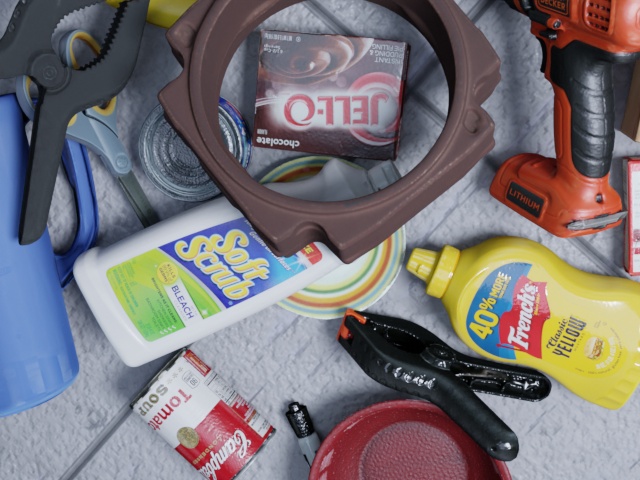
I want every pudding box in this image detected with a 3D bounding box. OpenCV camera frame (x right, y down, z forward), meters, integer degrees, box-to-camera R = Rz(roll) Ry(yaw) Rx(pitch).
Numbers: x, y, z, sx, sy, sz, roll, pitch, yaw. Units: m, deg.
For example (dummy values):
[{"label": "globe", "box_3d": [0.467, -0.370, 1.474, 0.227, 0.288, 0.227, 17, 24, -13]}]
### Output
[{"label": "pudding box", "box_3d": [0.008, -0.111, 0.809, 0.113, 0.039, 0.090, 6, 102, 7]}]

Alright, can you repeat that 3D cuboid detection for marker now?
[{"label": "marker", "box_3d": [0.000, 0.189, 0.879, 0.020, 0.020, 0.121, -21, 97, 12]}]

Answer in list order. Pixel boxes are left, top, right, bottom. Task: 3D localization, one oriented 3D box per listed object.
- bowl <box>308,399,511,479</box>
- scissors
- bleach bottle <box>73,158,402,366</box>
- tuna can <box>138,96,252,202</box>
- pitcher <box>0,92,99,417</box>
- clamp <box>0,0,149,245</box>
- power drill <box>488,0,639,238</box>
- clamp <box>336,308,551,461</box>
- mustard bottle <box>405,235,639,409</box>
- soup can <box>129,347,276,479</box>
[{"label": "bowl", "box_3d": [0.072, 0.195, 0.851, 0.162, 0.055, 0.162, 2, 101, 8]}, {"label": "scissors", "box_3d": [-0.175, -0.063, 0.829, 0.016, 0.096, 0.202, -8, 100, 45]}, {"label": "bleach bottle", "box_3d": [-0.055, 0.001, 0.808, 0.251, 0.068, 0.102, -27, 96, 12]}, {"label": "tuna can", "box_3d": [-0.098, -0.073, 0.835, 0.086, 0.033, 0.086, 2, 101, 8]}, {"label": "pitcher", "box_3d": [-0.261, 0.008, 0.837, 0.149, 0.144, 0.243, -8, 104, 22]}, {"label": "clamp", "box_3d": [-0.194, -0.110, 0.763, 0.210, 0.036, 0.164, -40, 116, -12]}, {"label": "power drill", "box_3d": [0.159, -0.109, 0.743, 0.057, 0.185, 0.188, -13, 118, -20]}, {"label": "clamp", "box_3d": [0.088, 0.105, 0.802, 0.171, 0.120, 0.039, 20, 109, 9]}, {"label": "mustard bottle", "box_3d": [0.156, 0.050, 0.808, 0.191, 0.058, 0.096, 23, 114, 4]}, {"label": "soup can", "box_3d": [-0.095, 0.143, 0.860, 0.102, 0.068, 0.068, 43, 104, -1]}]
